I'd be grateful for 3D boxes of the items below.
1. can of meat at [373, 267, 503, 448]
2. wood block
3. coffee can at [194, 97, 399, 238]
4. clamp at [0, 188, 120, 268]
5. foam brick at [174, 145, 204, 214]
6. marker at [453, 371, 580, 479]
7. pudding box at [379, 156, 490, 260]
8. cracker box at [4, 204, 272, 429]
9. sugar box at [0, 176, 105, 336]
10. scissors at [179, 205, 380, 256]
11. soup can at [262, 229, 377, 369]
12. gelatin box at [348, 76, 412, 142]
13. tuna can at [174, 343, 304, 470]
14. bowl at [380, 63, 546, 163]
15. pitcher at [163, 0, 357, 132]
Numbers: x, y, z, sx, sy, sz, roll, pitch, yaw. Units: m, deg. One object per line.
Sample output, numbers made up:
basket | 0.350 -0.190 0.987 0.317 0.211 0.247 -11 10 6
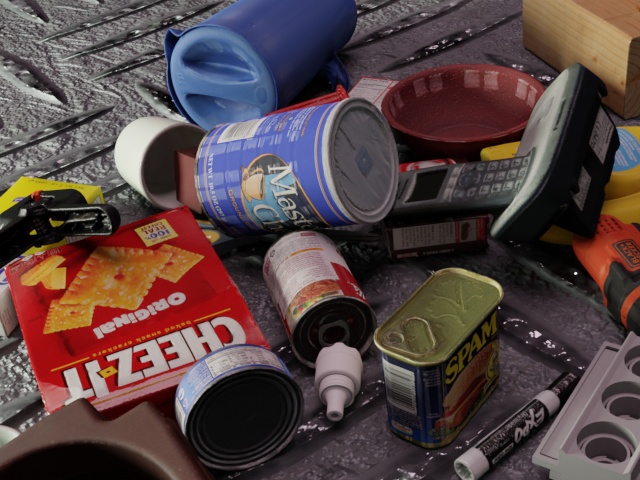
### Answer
can of meat | 0.086 0.083 0.751 0.058 0.084 0.101 19 43 33
wood block | 0.306 -0.221 1.140 0.090 0.090 0.206 -16 35 -13
coffee can | -0.020 -0.058 0.893 0.141 0.103 0.102 -6 30 36
clamp | -0.236 -0.010 0.871 0.120 0.039 0.172 -17 13 -20
foam brick | -0.092 -0.062 1.004 0.078 0.051 0.053 -15 24 -33
marker | 0.139 0.126 0.736 0.120 0.020 0.020 -31 41 -30
pudding box | 0.096 -0.031 0.952 0.090 0.039 0.113 -8 35 0
cracker box | -0.143 0.071 0.825 0.164 0.072 0.214 -19 37 -14
sugar box | -0.276 0.009 0.963 0.093 0.048 0.176 7 36 20
scissors | -0.056 0.001 0.954 0.202 0.016 0.096 12 37 29
soup can | -0.003 0.044 0.839 0.068 0.068 0.102 -14 35 -10
gelatin box | 0.061 -0.137 1.120 0.073 0.030 0.089 10 38 26
tuna can | -0.056 0.114 0.734 0.086 0.086 0.034 -18 34 -14
bowl | 0.142 -0.115 1.050 0.162 0.055 0.162 -6 34 4
pitcher | -0.045 -0.208 1.174 0.145 0.149 0.242 -4 29 32
